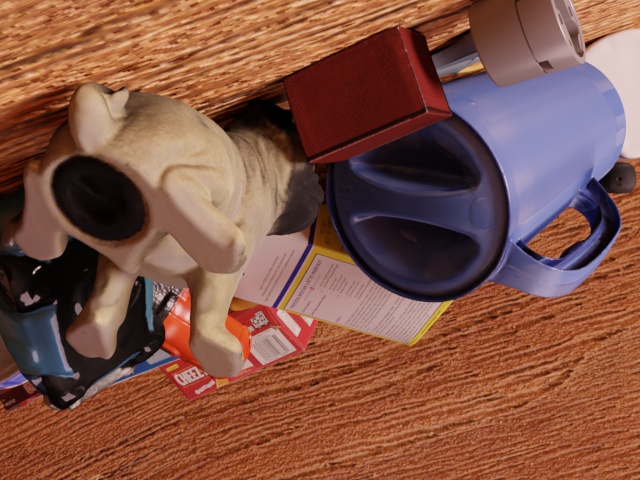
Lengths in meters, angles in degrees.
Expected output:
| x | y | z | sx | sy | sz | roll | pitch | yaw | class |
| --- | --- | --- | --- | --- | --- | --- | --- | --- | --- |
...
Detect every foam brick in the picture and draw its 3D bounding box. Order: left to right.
| x | y | z | sx | sy | sz | roll | pitch | yaw | class |
| --- | --- | --- | --- | --- | --- | --- | --- | --- | --- |
| 0.027 | -0.082 | 0.616 | 0.078 | 0.051 | 0.053 | -21 | 176 | 23 | foam brick |

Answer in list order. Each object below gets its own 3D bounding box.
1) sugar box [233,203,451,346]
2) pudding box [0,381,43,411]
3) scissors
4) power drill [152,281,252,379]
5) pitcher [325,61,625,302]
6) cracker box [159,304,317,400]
| x | y | z | sx | sy | sz | roll | pitch | yaw | class |
| --- | --- | --- | --- | --- | --- | --- | --- | --- | --- |
| 0.005 | 0.018 | 0.772 | 0.176 | 0.048 | 0.093 | 19 | 142 | -10 | sugar box |
| -0.220 | 0.107 | 0.942 | 0.113 | 0.039 | 0.090 | -26 | 179 | -42 | pudding box |
| 0.067 | -0.111 | 0.664 | 0.201 | 0.016 | 0.096 | -18 | 176 | -21 | scissors |
| -0.153 | 0.036 | 0.810 | 0.057 | 0.184 | 0.188 | -56 | -162 | -9 | power drill |
| 0.130 | -0.051 | 0.743 | 0.145 | 0.149 | 0.242 | -11 | -170 | 40 | pitcher |
| -0.066 | 0.056 | 1.142 | 0.164 | 0.072 | 0.213 | -27 | -159 | 32 | cracker box |
